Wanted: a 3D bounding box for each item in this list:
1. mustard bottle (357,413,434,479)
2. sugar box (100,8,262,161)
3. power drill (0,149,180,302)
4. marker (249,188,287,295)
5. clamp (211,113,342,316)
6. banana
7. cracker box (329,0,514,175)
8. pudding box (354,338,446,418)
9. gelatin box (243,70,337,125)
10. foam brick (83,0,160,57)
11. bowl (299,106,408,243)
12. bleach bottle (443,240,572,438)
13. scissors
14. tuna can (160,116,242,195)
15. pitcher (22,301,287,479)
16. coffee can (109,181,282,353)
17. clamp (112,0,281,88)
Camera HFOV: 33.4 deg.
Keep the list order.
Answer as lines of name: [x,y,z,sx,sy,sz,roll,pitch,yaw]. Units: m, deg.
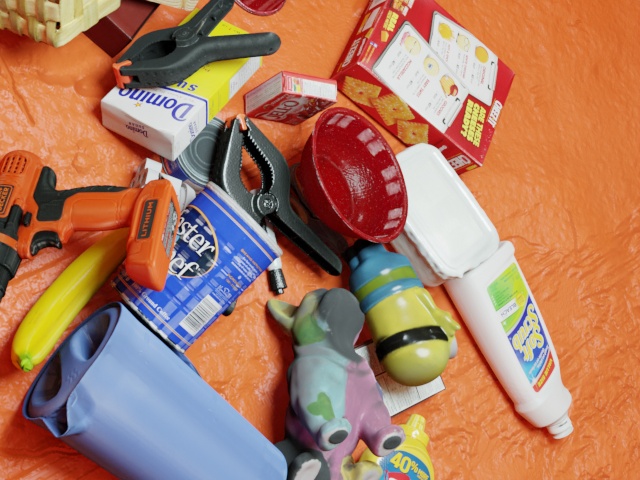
mustard bottle: [0.077,0.279,1.180,0.096,0.058,0.191,37,58,-21]
sugar box: [-0.146,-0.170,1.143,0.093,0.048,0.176,27,53,14]
power drill: [-0.233,0.001,0.985,0.188,0.057,0.184,5,60,7]
marker: [-0.058,0.001,1.192,0.020,0.020,0.121,-7,80,-36]
clamp: [-0.072,-0.029,1.147,0.164,0.036,0.210,-27,100,-35]
banana: [-0.239,0.059,1.019,0.037,0.070,0.197,56,44,-28]
cracker box: [0.132,-0.207,1.356,0.213,0.072,0.164,37,59,-22]
pudding box: [0.082,0.153,1.233,0.113,0.039,0.090,-19,87,-35]
gelatin box: [-0.035,-0.160,1.213,0.073,0.089,0.030,6,74,-33]
foam brick: [-0.212,-0.245,1.138,0.051,0.053,0.078,41,56,-19]
bowl: [0.027,-0.065,1.188,0.161,0.055,0.162,28,50,-40]
bleach bottle: [0.253,0.132,1.345,0.102,0.068,0.251,-35,99,-35]
scissors: [0.004,0.006,1.237,0.096,0.016,0.202,-28,93,-35]
tuna can: [-0.128,-0.094,1.162,0.086,0.034,0.086,11,70,-32]
pitcher: [-0.148,0.174,1.020,0.242,0.145,0.149,43,70,-21]
coffee can: [-0.122,0.027,1.054,0.140,0.103,0.102,-46,105,-5]
clamp: [-0.129,-0.199,1.108,0.171,0.120,0.039,-35,135,-20]
